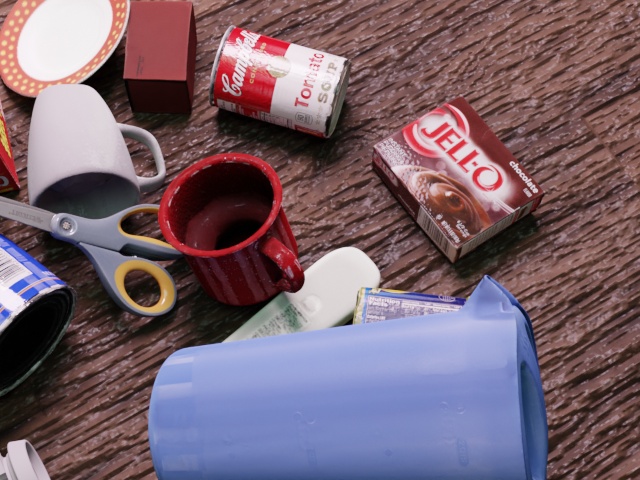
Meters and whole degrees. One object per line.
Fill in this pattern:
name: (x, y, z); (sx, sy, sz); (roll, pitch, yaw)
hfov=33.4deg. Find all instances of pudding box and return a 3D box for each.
pudding box: (0.108, -0.050, 0.855); (0.090, 0.039, 0.113); (-32, 72, -15)

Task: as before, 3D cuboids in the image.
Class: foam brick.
foam brick: (-0.132, -0.152, 0.884); (0.053, 0.051, 0.078); (2, 67, 0)

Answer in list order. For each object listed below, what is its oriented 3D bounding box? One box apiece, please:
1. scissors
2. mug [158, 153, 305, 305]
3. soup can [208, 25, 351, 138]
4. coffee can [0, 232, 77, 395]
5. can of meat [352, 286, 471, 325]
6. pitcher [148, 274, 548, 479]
scissors: (-0.181, 0.010, 0.784); (0.201, 0.016, 0.096); (2, 80, -35)
mug: (-0.055, 0.001, 0.791); (0.117, 0.081, 0.093); (31, 68, 31)
soup can: (-0.032, -0.128, 0.869); (0.102, 0.068, 0.068); (17, 68, 4)
coffee can: (-0.263, 0.033, 0.774); (0.140, 0.103, 0.102); (36, 71, 12)
can of meat: (0.064, 0.073, 0.770); (0.084, 0.102, 0.057); (6, 68, 3)
pitcher: (0.021, 0.125, 0.677); (0.243, 0.145, 0.149); (-6, 44, 17)
